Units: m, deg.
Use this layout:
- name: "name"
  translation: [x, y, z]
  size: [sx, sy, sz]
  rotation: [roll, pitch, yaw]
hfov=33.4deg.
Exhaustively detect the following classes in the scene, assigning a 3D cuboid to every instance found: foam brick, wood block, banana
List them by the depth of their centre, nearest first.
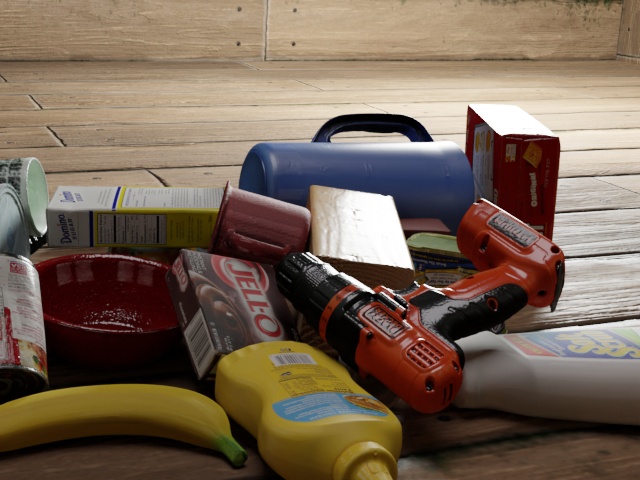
- name: "banana"
  translation: [-0.149, 0.125, 0.744]
  size: [0.197, 0.037, 0.069]
  rotation: [2, 15, -4]
- name: "wood block"
  translation: [0.028, 0.025, 0.994]
  size: [0.090, 0.091, 0.206]
  rotation: [8, 19, -4]
- name: "foam brick"
  translation: [0.100, 0.020, 1.081]
  size: [0.051, 0.078, 0.053]
  rotation: [-1, 16, -7]

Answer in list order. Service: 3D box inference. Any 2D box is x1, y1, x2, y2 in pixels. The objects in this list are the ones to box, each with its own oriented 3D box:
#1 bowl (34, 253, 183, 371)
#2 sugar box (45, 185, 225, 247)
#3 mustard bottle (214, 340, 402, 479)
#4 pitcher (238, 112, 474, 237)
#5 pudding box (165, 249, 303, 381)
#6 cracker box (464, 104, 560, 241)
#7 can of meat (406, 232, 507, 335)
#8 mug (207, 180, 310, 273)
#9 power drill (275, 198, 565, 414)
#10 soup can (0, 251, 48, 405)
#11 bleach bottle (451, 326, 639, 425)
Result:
- name: "bowl"
  translation: [-0.177, 0.065, 0.899]
  size: [0.162, 0.055, 0.162]
  rotation: [8, 20, -3]
- name: "sugar box"
  translation: [-0.176, -0.023, 1.054]
  size: [0.176, 0.048, 0.093]
  rotation: [-2, 17, -5]
- name: "mustard bottle"
  translation: [0.001, 0.127, 0.724]
  size: [0.096, 0.058, 0.192]
  rotation: [2, 15, -25]
- name: "pitcher"
  translation: [0.036, -0.059, 1.184]
  size: [0.242, 0.145, 0.149]
  rotation: [1, 21, -23]
- name: "pudding box"
  translation: [-0.067, 0.063, 0.853]
  size: [0.089, 0.039, 0.113]
  rotation: [11, 41, -35]
- name: "cracker box"
  translation: [0.214, -0.059, 1.220]
  size: [0.072, 0.164, 0.213]
  rotation: [0, 16, -2]
- name: "can of meat"
  translation: [0.124, 0.044, 0.989]
  size: [0.102, 0.084, 0.057]
  rotation: [9, 17, 22]
- name: "mug"
  translation: [-0.056, 0.001, 0.959]
  size: [0.081, 0.093, 0.117]
  rotation: [15, 2, -6]
- name: "power drill"
  translation: [0.082, 0.037, 0.830]
  size: [0.187, 0.057, 0.185]
  rotation: [-29, 49, -28]
- name: "soup can"
  translation: [-0.239, 0.068, 0.789]
  size: [0.068, 0.069, 0.102]
  rotation: [-3, 55, -18]
- name: "bleach bottle"
  translation: [0.197, 0.106, 0.828]
  size: [0.251, 0.068, 0.102]
  rotation: [0, 17, -1]
